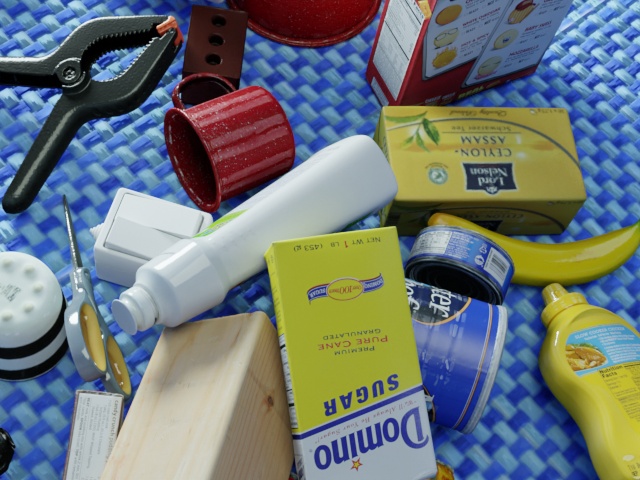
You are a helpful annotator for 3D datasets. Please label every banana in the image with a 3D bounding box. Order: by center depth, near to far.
[{"bbox_3d":[0.187,0.006,0.907,0.197,0.037,0.069,-3,100,-8],"label":"banana"}]

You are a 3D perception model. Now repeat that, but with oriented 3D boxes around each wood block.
[{"bbox_3d":[-0.082,0.157,0.721,0.090,0.090,0.206,-11,38,25],"label":"wood block"}]

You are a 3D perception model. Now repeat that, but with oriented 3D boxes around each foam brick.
[{"bbox_3d":[-0.095,-0.165,0.961,0.053,0.051,0.078,6,61,-5],"label":"foam brick"}]

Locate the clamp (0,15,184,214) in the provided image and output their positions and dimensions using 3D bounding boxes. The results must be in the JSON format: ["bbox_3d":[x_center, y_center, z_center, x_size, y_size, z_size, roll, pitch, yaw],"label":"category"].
[{"bbox_3d":[-0.219,-0.139,0.917,0.210,0.036,0.165,-36,70,-6],"label":"clamp"}]

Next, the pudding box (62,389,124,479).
[{"bbox_3d":[-0.161,0.172,0.749,0.039,0.090,0.113,4,62,-7],"label":"pudding box"}]

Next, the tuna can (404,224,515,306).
[{"bbox_3d":[0.112,0.026,0.870,0.086,0.086,0.033,23,63,4],"label":"tuna can"}]

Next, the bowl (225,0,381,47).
[{"bbox_3d":[-0.015,-0.265,1.025,0.162,0.055,0.162,3,62,-7],"label":"bowl"}]

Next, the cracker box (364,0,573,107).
[{"bbox_3d":[0.137,-0.208,0.925,0.164,0.214,0.072,-21,67,-18],"label":"cracker box"}]

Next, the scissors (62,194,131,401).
[{"bbox_3d":[-0.180,0.050,0.845,0.016,0.096,0.202,-23,35,2],"label":"scissors"}]

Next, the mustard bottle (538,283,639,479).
[{"bbox_3d":[0.227,0.111,0.844,0.096,0.058,0.192,-8,51,-23],"label":"mustard bottle"}]

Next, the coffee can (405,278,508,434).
[{"bbox_3d":[0.061,0.080,0.823,0.140,0.103,0.102,17,61,1],"label":"coffee can"}]

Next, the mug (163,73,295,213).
[{"bbox_3d":[-0.081,-0.090,0.901,0.081,0.093,0.117,-25,76,-25],"label":"mug"}]

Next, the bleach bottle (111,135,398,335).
[{"bbox_3d":[-0.055,0.001,0.820,0.250,0.103,0.068,-32,95,-35],"label":"bleach bottle"}]

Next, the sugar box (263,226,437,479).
[{"bbox_3d":[0.020,0.084,0.742,0.093,0.048,0.176,-8,78,-11],"label":"sugar box"}]
